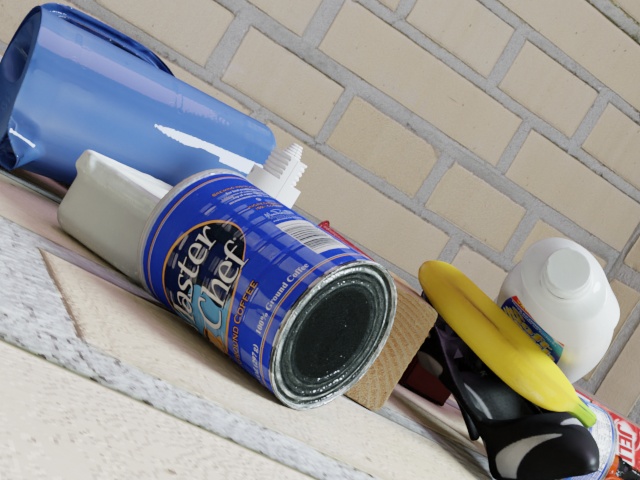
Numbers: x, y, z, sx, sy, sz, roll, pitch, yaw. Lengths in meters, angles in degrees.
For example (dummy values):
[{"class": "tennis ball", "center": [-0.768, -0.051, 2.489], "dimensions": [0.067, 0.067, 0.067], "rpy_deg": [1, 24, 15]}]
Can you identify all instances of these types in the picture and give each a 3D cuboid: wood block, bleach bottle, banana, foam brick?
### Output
[{"class": "wood block", "center": [0.026, 0.062, 0.888], "dimensions": [0.090, 0.091, 0.206], "rpy_deg": [32, 2, -3]}, {"class": "bleach bottle", "center": [0.173, 0.045, 0.796], "dimensions": [0.103, 0.068, 0.250], "rpy_deg": [53, -1, 19]}, {"class": "banana", "center": [0.125, 0.069, 0.806], "dimensions": [0.198, 0.037, 0.069], "rpy_deg": [48, -3, 38]}, {"class": "foam brick", "center": [0.102, 0.121, 1.064], "dimensions": [0.051, 0.053, 0.078], "rpy_deg": [30, 4, -18]}]

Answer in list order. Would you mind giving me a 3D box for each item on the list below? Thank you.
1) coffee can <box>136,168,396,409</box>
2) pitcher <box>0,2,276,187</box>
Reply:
[{"class": "coffee can", "center": [-0.036, 0.028, 0.682], "dimensions": [0.140, 0.103, 0.102], "rpy_deg": [33, 3, 38]}, {"class": "pitcher", "center": [-0.163, -0.102, 0.931], "dimensions": [0.242, 0.149, 0.145], "rpy_deg": [22, 1, -28]}]
